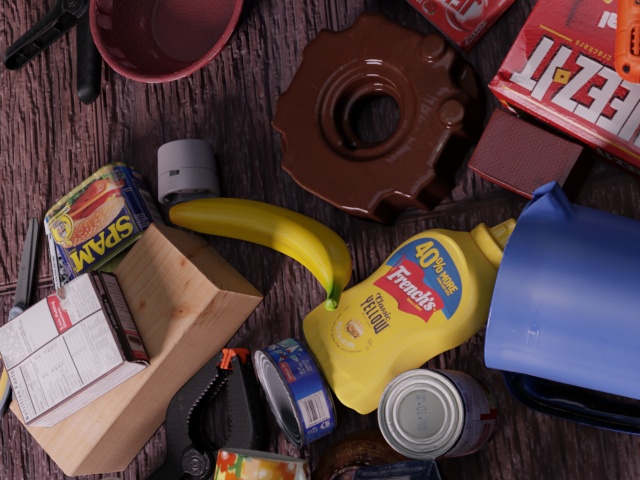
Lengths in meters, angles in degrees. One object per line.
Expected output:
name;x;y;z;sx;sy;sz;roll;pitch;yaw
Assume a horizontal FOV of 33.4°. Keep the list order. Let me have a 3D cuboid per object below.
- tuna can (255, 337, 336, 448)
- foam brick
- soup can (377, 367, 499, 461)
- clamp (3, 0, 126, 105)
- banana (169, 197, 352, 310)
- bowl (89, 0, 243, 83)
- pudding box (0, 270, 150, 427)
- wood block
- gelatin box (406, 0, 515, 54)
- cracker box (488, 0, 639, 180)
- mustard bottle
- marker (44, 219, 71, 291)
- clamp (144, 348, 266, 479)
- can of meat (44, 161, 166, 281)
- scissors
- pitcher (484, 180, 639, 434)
tuna can;-0.020;0.122;0.864;0.033;0.086;0.086;-22;71;-17
foam brick;0.165;-0.060;0.834;0.078;0.051;0.053;30;95;24
soup can;0.090;0.131;0.807;0.069;0.102;0.068;-4;81;22
clamp;-0.241;-0.222;1.038;0.120;0.039;0.171;16;82;20
banana;-0.041;-0.003;0.906;0.198;0.069;0.037;25;124;34
bowl;-0.130;-0.216;0.980;0.162;0.055;0.162;-4;80;22
pudding box;-0.206;0.089;0.875;0.114;0.039;0.090;-33;70;18
wood block;-0.159;0.096;0.925;0.090;0.090;0.206;42;99;23
gelatin box;0.114;-0.212;0.890;0.073;0.030;0.089;-47;67;11
cracker box;0.252;-0.165;0.802;0.164;0.072;0.214;33;95;23
mustard bottle;0.081;0.047;0.847;0.192;0.058;0.096;-38;50;12
marker;-0.244;0.037;1.009;0.020;0.020;0.121;-16;76;20
clamp;-0.091;0.197;0.909;0.165;0.036;0.210;24;95;23
can of meat;-0.194;-0.010;0.975;0.102;0.057;0.084;-35;67;14
scissors;-0.274;0.086;1.016;0.096;0.016;0.202;22;90;23
pitcher;0.242;0.063;0.745;0.243;0.149;0.145;15;77;18
